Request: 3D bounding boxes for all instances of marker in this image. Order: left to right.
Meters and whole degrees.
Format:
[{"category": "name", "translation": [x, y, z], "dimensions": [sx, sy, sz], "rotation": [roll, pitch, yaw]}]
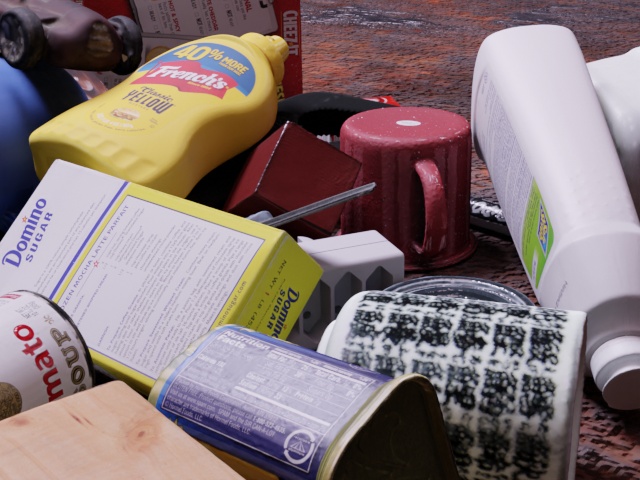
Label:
[{"category": "marker", "translation": [0.117, -0.014, 0.698], "dimensions": [0.020, 0.020, 0.121], "rotation": [-21, 30, -39]}]

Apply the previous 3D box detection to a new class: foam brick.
[{"category": "foam brick", "translation": [-0.020, -0.029, 0.639], "dimensions": [0.053, 0.051, 0.078], "rotation": [30, -19, -15]}]

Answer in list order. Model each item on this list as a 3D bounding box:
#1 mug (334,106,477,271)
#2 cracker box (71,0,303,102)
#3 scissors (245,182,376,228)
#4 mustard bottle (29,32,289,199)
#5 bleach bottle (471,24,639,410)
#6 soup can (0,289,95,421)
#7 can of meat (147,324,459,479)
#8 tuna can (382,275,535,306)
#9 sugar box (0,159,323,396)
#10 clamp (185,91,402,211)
[{"category": "mug", "translation": [0.055, -0.031, 0.661], "dimensions": [0.093, 0.081, 0.117], "rotation": [-4, 22, -7]}, {"category": "cracker box", "translation": [-0.127, -0.176, 0.919], "dimensions": [0.213, 0.164, 0.072], "rotation": [-7, 25, -12]}, {"category": "scissors", "translation": [-0.054, 0.001, 0.571], "dimensions": [0.096, 0.016, 0.202], "rotation": [-21, 2, -24]}, {"category": "mustard bottle", "translation": [-0.084, -0.083, 0.679], "dimensions": [0.096, 0.058, 0.191], "rotation": [22, 45, 29]}, {"category": "bleach bottle", "translation": [0.133, -0.011, 0.571], "dimensions": [0.068, 0.102, 0.251], "rotation": [-6, 42, 1]}, {"category": "soup can", "translation": [-0.154, 0.069, 0.449], "dimensions": [0.069, 0.068, 0.102], "rotation": [13, 26, 31]}, {"category": "can of meat", "translation": [-0.003, 0.082, 0.362], "dimensions": [0.084, 0.102, 0.057], "rotation": [14, 45, 39]}, {"category": "tuna can", "translation": [0.065, 0.049, 0.528], "dimensions": [0.086, 0.034, 0.086], "rotation": [-1, 22, 0]}, {"category": "sugar box", "translation": [-0.093, 0.022, 0.533], "dimensions": [0.177, 0.048, 0.093], "rotation": [18, 71, 41]}, {"category": "clamp", "translation": [-0.030, -0.060, 0.727], "dimensions": [0.210, 0.036, 0.164], "rotation": [-2, 41, -8]}]
